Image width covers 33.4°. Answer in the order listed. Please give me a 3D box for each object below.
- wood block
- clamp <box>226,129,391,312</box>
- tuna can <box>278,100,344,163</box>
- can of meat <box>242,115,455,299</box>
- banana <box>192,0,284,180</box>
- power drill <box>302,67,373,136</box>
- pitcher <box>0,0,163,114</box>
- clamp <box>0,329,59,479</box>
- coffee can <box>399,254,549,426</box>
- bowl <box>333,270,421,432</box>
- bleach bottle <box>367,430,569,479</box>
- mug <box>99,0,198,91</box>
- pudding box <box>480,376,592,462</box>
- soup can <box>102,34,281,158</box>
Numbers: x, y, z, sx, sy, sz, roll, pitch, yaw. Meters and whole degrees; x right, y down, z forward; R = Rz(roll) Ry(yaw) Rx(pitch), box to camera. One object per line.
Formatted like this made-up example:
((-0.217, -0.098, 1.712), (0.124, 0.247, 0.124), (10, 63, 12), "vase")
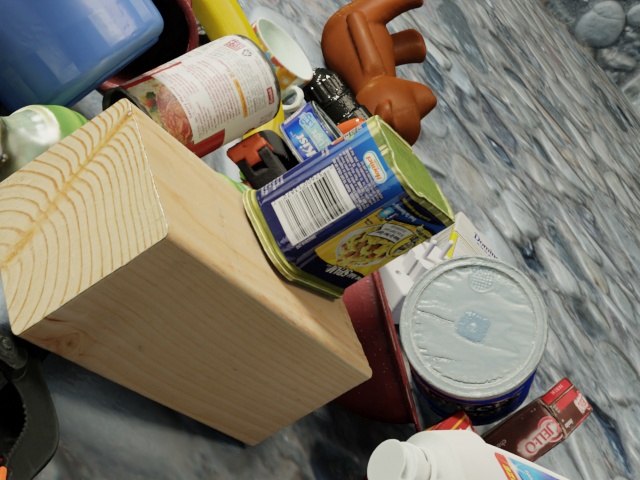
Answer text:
((-0.067, 0.028, 0.569), (0.205, 0.091, 0.090), (40, 23, -52), "wood block")
((-0.016, -0.035, 0.828), (0.209, 0.036, 0.164), (47, 16, -52), "clamp")
((0.007, -0.065, 0.823), (0.086, 0.034, 0.086), (51, 8, -11), "tuna can")
((0.019, -0.017, 0.590), (0.057, 0.084, 0.102), (64, 15, 21), "can of meat")
((-0.070, -0.148, 0.867), (0.069, 0.037, 0.198), (-22, 91, -67), "banana")
((0.039, -0.076, 0.958), (0.184, 0.057, 0.187), (53, 11, -5), "power drill")
((-0.198, -0.193, 0.614), (0.243, 0.145, 0.149), (53, 8, -12), "pitcher")
((-0.149, 0.057, 0.492), (0.120, 0.039, 0.171), (25, 35, -43), "clamp")
((0.114, 0.079, 0.801), (0.103, 0.103, 0.140), (61, -2, 19), "coffee can")
((0.023, 0.060, 0.737), (0.162, 0.055, 0.162), (-15, 90, -87), "bowl")
((0.126, 0.178, 0.621), (0.250, 0.068, 0.102), (31, 30, -32), "bleach bottle")
((-0.125, -0.169, 0.762), (0.093, 0.117, 0.081), (40, 21, -26), "mug")
((0.143, 0.154, 0.800), (0.039, 0.114, 0.089), (55, 23, 13), "pudding box")
((-0.086, -0.090, 0.718), (0.102, 0.069, 0.068), (-32, 84, -30), "soup can")
